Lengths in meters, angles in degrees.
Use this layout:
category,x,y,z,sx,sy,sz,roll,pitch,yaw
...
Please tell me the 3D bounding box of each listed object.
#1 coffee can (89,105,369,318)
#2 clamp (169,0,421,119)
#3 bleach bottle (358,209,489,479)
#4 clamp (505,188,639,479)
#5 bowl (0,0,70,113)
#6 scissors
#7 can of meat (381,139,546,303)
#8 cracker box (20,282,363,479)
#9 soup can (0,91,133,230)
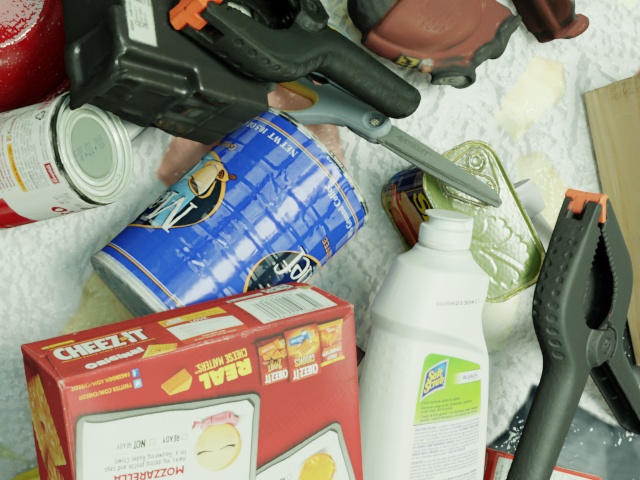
category,x,y,z,sx,sy,sz,roll,pitch,yaw
coffee can,-0.054,0.001,0.653,0.140,0.103,0.103,-44,100,-15
clamp,-0.014,-0.136,0.621,0.171,0.039,0.120,8,56,-45
bleach bottle,0.066,0.106,0.657,0.102,0.068,0.251,-3,106,-43
clamp,0.166,0.073,0.694,0.164,0.036,0.210,-29,120,-39
bowl,-0.209,-0.151,0.640,0.162,0.055,0.162,1,87,-17
scissors,0.036,-0.089,0.682,0.202,0.016,0.096,20,61,17
can of meat,0.092,-0.010,0.709,0.057,0.084,0.102,-29,95,-17
cracker box,-0.061,0.142,0.578,0.163,0.072,0.214,-13,109,-29
soup can,-0.167,-0.044,0.612,0.068,0.102,0.068,31,54,-55
